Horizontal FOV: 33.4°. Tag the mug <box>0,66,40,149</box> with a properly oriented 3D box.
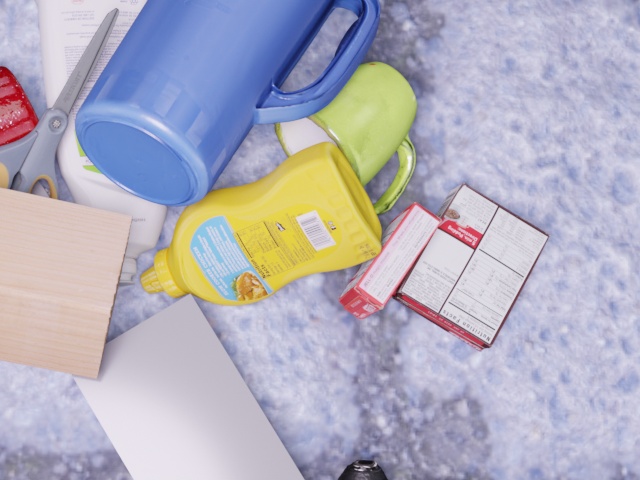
[{"bbox_3d":[-0.265,-0.092,0.818,0.081,0.117,0.093,-28,43,-17],"label":"mug"}]

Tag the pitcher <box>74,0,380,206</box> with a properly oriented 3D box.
[{"bbox_3d":[-0.071,-0.143,0.807,0.145,0.149,0.242,47,54,-31],"label":"pitcher"}]

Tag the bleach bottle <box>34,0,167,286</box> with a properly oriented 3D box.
[{"bbox_3d":[-0.175,-0.089,0.852,0.102,0.068,0.251,-2,81,-8],"label":"bleach bottle"}]

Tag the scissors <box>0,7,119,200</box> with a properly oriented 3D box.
[{"bbox_3d":[-0.217,-0.084,0.788,0.096,0.016,0.202,8,106,-37],"label":"scissors"}]

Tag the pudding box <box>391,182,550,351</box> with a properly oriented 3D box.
[{"bbox_3d":[0.124,0.022,0.882,0.090,0.039,0.113,32,78,-2],"label":"pudding box"}]

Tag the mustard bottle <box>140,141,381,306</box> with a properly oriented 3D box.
[{"bbox_3d":[-0.055,0.001,0.826,0.192,0.058,0.096,-22,120,17],"label":"mustard bottle"}]

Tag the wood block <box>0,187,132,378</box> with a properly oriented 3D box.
[{"bbox_3d":[-0.245,0.020,0.745,0.206,0.090,0.091,12,49,-9],"label":"wood block"}]

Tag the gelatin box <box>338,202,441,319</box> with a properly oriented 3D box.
[{"bbox_3d":[0.055,0.018,0.855,0.030,0.073,0.089,35,76,-2],"label":"gelatin box"}]
